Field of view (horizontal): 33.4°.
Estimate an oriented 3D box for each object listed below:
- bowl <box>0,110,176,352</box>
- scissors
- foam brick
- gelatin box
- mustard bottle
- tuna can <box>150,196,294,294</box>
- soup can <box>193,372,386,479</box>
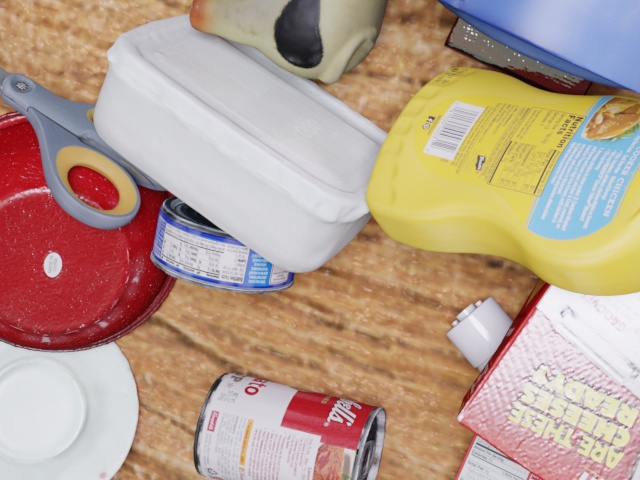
[{"bbox_3d":[-0.161,0.004,0.641,0.162,0.055,0.162,-3,109,-8],"label":"bowl"},{"bbox_3d":[-0.170,-0.069,0.602,0.201,0.096,0.016,23,136,-9],"label":"scissors"},{"bbox_3d":[0.114,-0.111,0.563,0.078,0.053,0.051,27,109,9],"label":"foam brick"},{"bbox_3d":[0.116,0.151,0.633,0.073,0.030,0.089,24,108,13],"label":"gelatin box"},{"bbox_3d":[0.119,-0.025,0.491,0.192,0.058,0.096,18,65,40],"label":"mustard bottle"},{"bbox_3d":[-0.054,0.001,0.624,0.086,0.086,0.034,16,105,14],"label":"tuna can"},{"bbox_3d":[-0.018,0.123,0.649,0.102,0.068,0.068,11,105,16],"label":"soup can"}]
